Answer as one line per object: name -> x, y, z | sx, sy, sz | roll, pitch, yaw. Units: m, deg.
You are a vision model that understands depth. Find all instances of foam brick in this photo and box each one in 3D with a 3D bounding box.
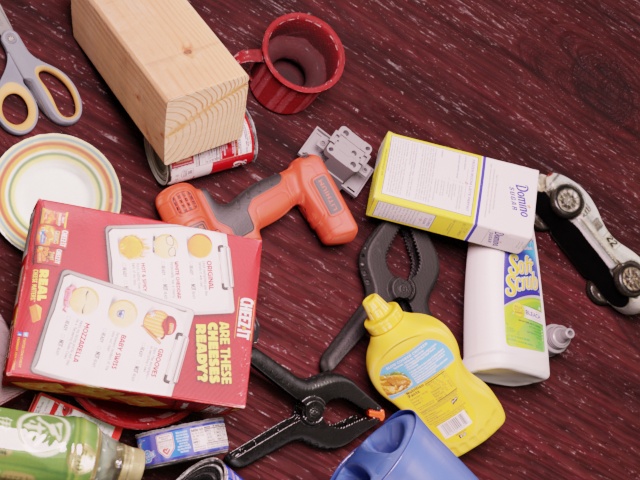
foam brick -> -0.302, 0.116, 0.993 | 0.051, 0.053, 0.078 | -30, 87, -26

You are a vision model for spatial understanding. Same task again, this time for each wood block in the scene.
wood block -> -0.166, -0.187, 1.075 | 0.090, 0.090, 0.206 | -23, 58, -26

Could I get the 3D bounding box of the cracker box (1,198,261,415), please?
cracker box -> -0.171, 0.066, 0.985 | 0.213, 0.072, 0.164 | 11, 71, -18

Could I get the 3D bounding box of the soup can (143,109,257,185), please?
soup can -> -0.125, -0.102, 1.117 | 0.102, 0.069, 0.068 | -18, 81, -24

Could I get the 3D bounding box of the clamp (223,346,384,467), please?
clamp -> -0.018, 0.162, 1.085 | 0.171, 0.039, 0.120 | -3, 99, -24

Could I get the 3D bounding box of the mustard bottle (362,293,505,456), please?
mustard bottle -> 0.103, 0.134, 1.100 | 0.096, 0.058, 0.191 | -33, 106, 9

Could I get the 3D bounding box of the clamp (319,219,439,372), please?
clamp -> 0.093, 0.063, 1.165 | 0.164, 0.036, 0.210 | 16, 73, -17

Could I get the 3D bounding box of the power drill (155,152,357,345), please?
power drill -> -0.057, 0.001, 1.117 | 0.187, 0.057, 0.184 | -24, 84, -25

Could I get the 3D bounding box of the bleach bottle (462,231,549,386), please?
bleach bottle -> 0.201, 0.031, 1.194 | 0.102, 0.068, 0.251 | 16, 64, -36

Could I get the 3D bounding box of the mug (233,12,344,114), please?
mug -> -0.042, -0.189, 1.168 | 0.117, 0.082, 0.093 | -3, 75, -21

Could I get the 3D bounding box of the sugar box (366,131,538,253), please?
sugar box -> 0.145, -0.051, 1.161 | 0.176, 0.048, 0.093 | 16, 60, -5

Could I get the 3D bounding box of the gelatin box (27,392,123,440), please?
gelatin box -> -0.242, 0.194, 1.004 | 0.089, 0.030, 0.073 | 26, 68, -12

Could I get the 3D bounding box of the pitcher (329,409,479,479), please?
pitcher -> 0.127, 0.296, 1.049 | 0.243, 0.145, 0.149 | 43, 57, -8

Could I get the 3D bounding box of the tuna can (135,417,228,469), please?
tuna can -> -0.131, 0.193, 1.015 | 0.086, 0.086, 0.034 | -8, 78, -22

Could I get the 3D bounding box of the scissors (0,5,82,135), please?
scissors -> -0.329, -0.189, 1.097 | 0.096, 0.016, 0.202 | -42, 91, -26
